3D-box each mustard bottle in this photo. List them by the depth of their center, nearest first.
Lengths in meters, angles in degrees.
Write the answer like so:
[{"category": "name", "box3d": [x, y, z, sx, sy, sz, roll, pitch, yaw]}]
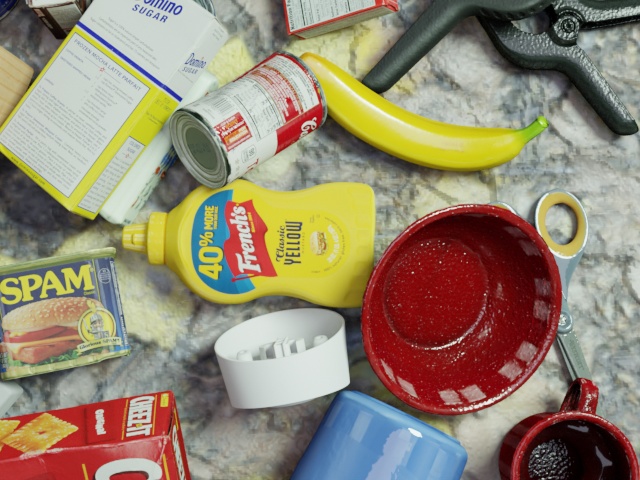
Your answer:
[{"category": "mustard bottle", "box3d": [-0.055, 0.001, 0.819, 0.191, 0.058, 0.096, 2, 90, -1]}]

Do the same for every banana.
[{"category": "banana", "box3d": [0.072, -0.093, 0.831, 0.198, 0.037, 0.070, 15, 120, 3]}]

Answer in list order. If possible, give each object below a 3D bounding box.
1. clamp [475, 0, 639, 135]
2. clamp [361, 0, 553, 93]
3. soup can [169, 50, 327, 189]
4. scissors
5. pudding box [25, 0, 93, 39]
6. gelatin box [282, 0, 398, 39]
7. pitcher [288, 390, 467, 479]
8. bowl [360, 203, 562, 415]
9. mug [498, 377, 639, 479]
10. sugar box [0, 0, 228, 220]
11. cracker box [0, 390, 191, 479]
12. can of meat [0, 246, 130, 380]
[{"category": "clamp", "box3d": [0.204, -0.173, 0.851, 0.171, 0.039, 0.120, 32, 82, 2]}, {"category": "clamp", "box3d": [0.112, -0.220, 0.825, 0.210, 0.036, 0.164, -16, 83, 20]}, {"category": "soup can", "box3d": [-0.054, -0.091, 0.804, 0.102, 0.069, 0.068, -35, 86, -30]}, {"category": "scissors", "box3d": [0.201, 0.046, 0.842, 0.096, 0.016, 0.202, -35, 87, -4]}, {"category": "pudding box", "box3d": [-0.203, -0.221, 0.820, 0.039, 0.090, 0.113, -6, 86, -1]}, {"category": "gelatin box", "box3d": [0.012, -0.204, 0.836, 0.089, 0.030, 0.073, -12, 84, 29]}, {"category": "pitcher", "box3d": [0.004, 0.232, 0.759, 0.145, 0.149, 0.243, 26, 81, 1]}, {"category": "bowl", "box3d": [0.098, 0.047, 0.804, 0.162, 0.055, 0.162, -4, 103, -17]}, {"category": "mug", "box3d": [0.183, 0.160, 0.798, 0.093, 0.081, 0.117, 13, 85, 0]}, {"category": "sugar box", "box3d": [-0.157, -0.113, 0.795, 0.093, 0.048, 0.176, 38, 89, 16]}, {"category": "cracker box", "box3d": [-0.197, 0.208, 0.759, 0.213, 0.072, 0.164, -8, 112, -2]}, {"category": "can of meat", "box3d": [-0.199, 0.056, 0.810, 0.102, 0.057, 0.084, -10, 87, -6]}]
